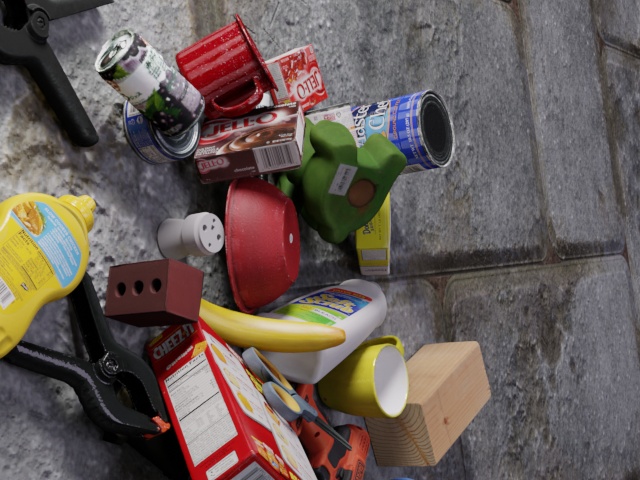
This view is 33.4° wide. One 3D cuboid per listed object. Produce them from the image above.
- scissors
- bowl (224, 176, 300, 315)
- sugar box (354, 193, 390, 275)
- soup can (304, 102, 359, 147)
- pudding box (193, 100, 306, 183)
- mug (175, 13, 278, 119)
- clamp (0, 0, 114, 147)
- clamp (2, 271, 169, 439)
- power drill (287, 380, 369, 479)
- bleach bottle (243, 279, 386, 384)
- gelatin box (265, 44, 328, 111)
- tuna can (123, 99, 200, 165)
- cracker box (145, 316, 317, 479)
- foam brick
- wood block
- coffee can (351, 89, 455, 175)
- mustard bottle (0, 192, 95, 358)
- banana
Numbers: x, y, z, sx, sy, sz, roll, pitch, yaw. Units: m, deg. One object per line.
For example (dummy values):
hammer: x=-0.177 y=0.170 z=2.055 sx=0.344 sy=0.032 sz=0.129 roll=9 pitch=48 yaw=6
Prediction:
scissors: x=-0.014 y=0.189 z=1.131 sx=0.201 sy=0.016 sz=0.096 roll=49 pitch=7 yaw=-26
bowl: x=-0.058 y=0.001 z=1.166 sx=0.162 sy=0.055 sz=0.162 roll=-3 pitch=90 yaw=-80
sugar box: x=0.066 y=-0.016 z=1.358 sx=0.176 sy=0.048 sz=0.093 roll=83 pitch=7 yaw=-77
soup can: x=0.016 y=-0.118 z=1.351 sx=0.068 sy=0.069 sz=0.102 roll=-23 pitch=101 yaw=-57
pudding box: x=-0.074 y=-0.106 z=1.143 sx=0.090 sy=0.113 sz=0.039 roll=-87 pitch=167 yaw=-54
mug: x=-0.098 y=-0.173 z=1.136 sx=0.117 sy=0.081 sz=0.093 roll=65 pitch=4 yaw=38
clamp: x=-0.261 y=-0.181 z=0.960 sx=0.209 sy=0.036 sz=0.164 roll=18 pitch=67 yaw=-59
clamp: x=-0.205 y=0.117 z=0.949 sx=0.171 sy=0.039 sz=0.120 roll=54 pitch=46 yaw=-6
power drill: x=-0.012 y=0.257 z=1.228 sx=0.187 sy=0.057 sz=0.184 roll=57 pitch=35 yaw=-37
bleach bottle: x=0.009 y=0.093 z=1.278 sx=0.250 sy=0.103 sz=0.068 roll=-30 pitch=134 yaw=-63
gelatin box: x=-0.030 y=-0.199 z=1.333 sx=0.089 sy=0.030 sz=0.073 roll=-37 pitch=114 yaw=-54
tuna can: x=-0.163 y=-0.123 z=1.103 sx=0.086 sy=0.034 sz=0.086 roll=20 pitch=66 yaw=-54
cracker box: x=-0.078 y=0.191 z=1.026 sx=0.164 sy=0.072 sz=0.214 roll=51 pitch=3 yaw=-39
foam brick: x=-0.159 y=0.052 z=1.025 sx=0.051 sy=0.078 sz=0.053 roll=29 pitch=59 yaw=-53
wood block: x=0.150 y=0.220 z=1.458 sx=0.205 sy=0.090 sz=0.091 roll=-32 pitch=111 yaw=-56
coffee can: x=0.092 y=-0.134 z=1.405 sx=0.102 sy=0.141 sz=0.103 roll=20 pitch=66 yaw=-54
mustard bottle: x=-0.251 y=0.014 z=0.907 sx=0.096 sy=0.058 sz=0.191 roll=57 pitch=38 yaw=-15
banana: x=-0.074 y=0.090 z=1.117 sx=0.197 sy=0.070 sz=0.037 roll=16 pitch=64 yaw=-18
